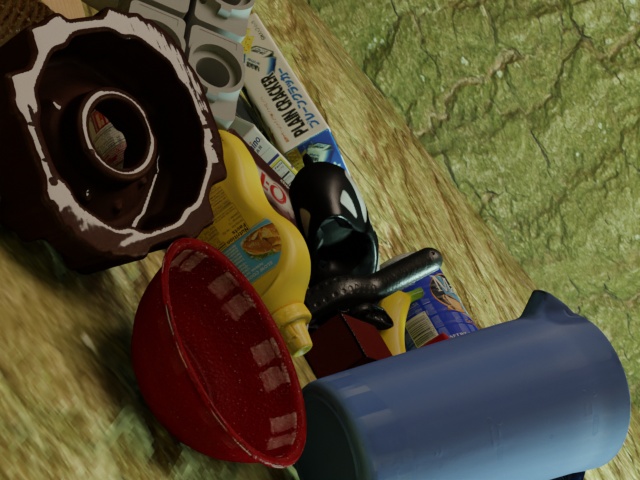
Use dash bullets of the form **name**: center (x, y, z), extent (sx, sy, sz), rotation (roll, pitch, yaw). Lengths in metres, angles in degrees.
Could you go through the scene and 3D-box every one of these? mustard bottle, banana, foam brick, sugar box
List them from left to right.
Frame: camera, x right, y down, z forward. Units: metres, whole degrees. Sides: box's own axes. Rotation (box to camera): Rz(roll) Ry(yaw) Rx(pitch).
- **mustard bottle**: center (-0.062, 0.011, 0.856), extent (0.192, 0.096, 0.058), rotation (57, 14, 21)
- **sugar box**: center (-0.041, -0.058, 1.182), extent (0.176, 0.048, 0.093), rotation (44, -3, -21)
- **foam brick**: center (0.028, 0.107, 0.997), extent (0.051, 0.053, 0.078), rotation (58, 15, 26)
- **banana**: center (0.085, 0.124, 1.102), extent (0.037, 0.069, 0.198), rotation (106, -15, -53)

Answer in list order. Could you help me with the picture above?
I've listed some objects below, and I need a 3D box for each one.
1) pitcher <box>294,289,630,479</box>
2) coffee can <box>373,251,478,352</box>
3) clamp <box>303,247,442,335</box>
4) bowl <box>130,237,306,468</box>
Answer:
- **pitcher**: center (0.105, 0.145, 0.805), extent (0.242, 0.145, 0.149), rotation (-10, 52, -30)
- **coffee can**: center (0.118, 0.097, 1.214), extent (0.102, 0.103, 0.140), rotation (34, 22, -52)
- **clamp**: center (0.038, 0.052, 1.014), extent (0.171, 0.120, 0.039), rotation (-6, 49, -46)
- **bowl**: center (-0.074, 0.081, 0.691), extent (0.162, 0.055, 0.162), rotation (53, 19, -28)
